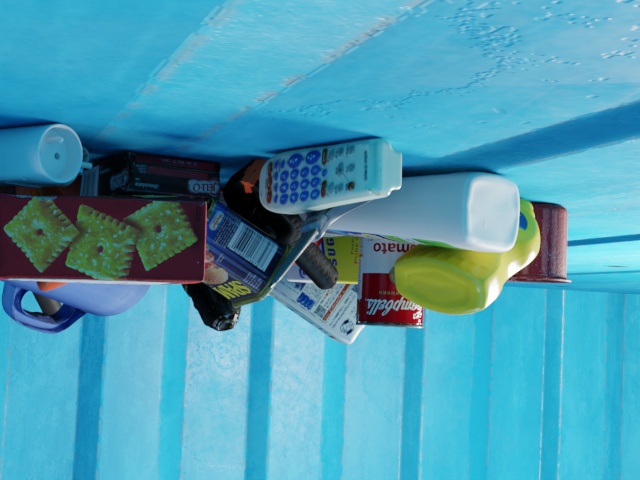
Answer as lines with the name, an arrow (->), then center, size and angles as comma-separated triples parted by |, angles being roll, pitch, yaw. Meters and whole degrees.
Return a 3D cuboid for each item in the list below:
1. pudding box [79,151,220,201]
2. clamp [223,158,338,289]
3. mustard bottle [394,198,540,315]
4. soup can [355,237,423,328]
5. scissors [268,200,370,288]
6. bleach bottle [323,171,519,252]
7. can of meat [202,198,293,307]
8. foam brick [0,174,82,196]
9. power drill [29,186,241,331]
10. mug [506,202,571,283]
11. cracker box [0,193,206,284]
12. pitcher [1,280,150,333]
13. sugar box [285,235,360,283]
pudding box -> -0.154, -0.050, 0.956 | 0.089, 0.039, 0.114 | 6, 174, -34
clamp -> -0.054, -0.019, 0.969 | 0.120, 0.039, 0.171 | 13, 149, 24
mustard bottle -> 0.158, 0.004, 1.036 | 0.096, 0.058, 0.191 | 9, -151, 35
soup can -> 0.071, 0.035, 1.065 | 0.068, 0.102, 0.068 | 3, 176, 0
scissors -> 0.012, -0.019, 0.835 | 0.096, 0.016, 0.201 | -24, -164, 12
bleach bottle -> 0.050, -0.028, 0.989 | 0.251, 0.068, 0.102 | 2, 177, 39
can of meat -> -0.084, 0.011, 0.940 | 0.084, 0.057, 0.102 | 35, 160, -14
foam brick -> -0.279, -0.043, 1.054 | 0.078, 0.053, 0.051 | 8, 173, -42
power drill -> -0.176, 0.012, 1.007 | 0.187, 0.057, 0.184 | 5, -140, -35
mug -> 0.217, 0.002, 1.147 | 0.117, 0.081, 0.093 | 6, 174, -44
cracker box -> -0.213, -0.004, 0.841 | 0.213, 0.072, 0.164 | 3, 179, -21
pitcher -> -0.302, 0.016, 1.220 | 0.145, 0.149, 0.242 | -11, 166, 15
sugar box -> 0.042, 0.003, 1.190 | 0.176, 0.093, 0.048 | 0, 174, 31
